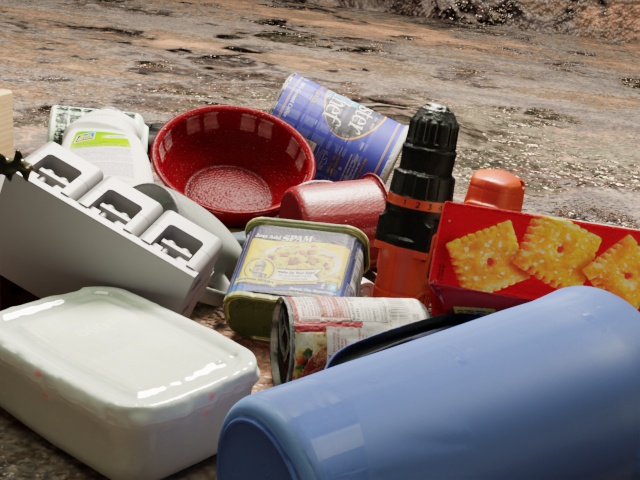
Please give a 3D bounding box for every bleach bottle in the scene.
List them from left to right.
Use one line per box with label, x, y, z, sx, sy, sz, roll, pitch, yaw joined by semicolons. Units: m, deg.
bleach bottle;-0.198;-0.062;1.005;0.102;0.068;0.251;2;31;-8

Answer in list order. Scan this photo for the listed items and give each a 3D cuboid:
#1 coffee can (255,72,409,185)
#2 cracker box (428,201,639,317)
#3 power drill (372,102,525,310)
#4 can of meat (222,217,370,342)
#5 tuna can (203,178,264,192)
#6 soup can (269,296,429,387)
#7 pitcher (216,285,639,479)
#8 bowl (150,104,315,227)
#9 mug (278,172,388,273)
coffee can;0.013;-0.104;1.144;0.140;0.103;0.102;26;21;3
cracker box;0.186;0.050;0.749;0.214;0.072;0.164;10;-21;11
power drill;0.111;-0.023;0.907;0.057;0.184;0.187;19;13;31
can of meat;-0.018;0.033;0.827;0.102;0.057;0.084;6;45;11
tuna can;-0.095;-0.056;1.134;0.086;0.034;0.086;5;19;-2
soup can;0.020;0.073;0.751;0.102;0.068;0.068;1;20;-14
pitcher;0.065;0.107;0.589;0.242;0.145;0.149;-10;-14;-32
bowl;-0.088;-0.064;1.056;0.162;0.055;0.162;6;45;-7
mug;0.008;-0.019;0.969;0.081;0.093;0.117;-6;41;-19
